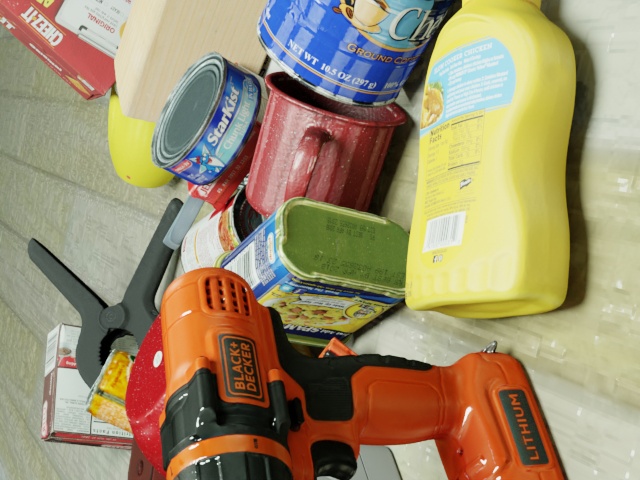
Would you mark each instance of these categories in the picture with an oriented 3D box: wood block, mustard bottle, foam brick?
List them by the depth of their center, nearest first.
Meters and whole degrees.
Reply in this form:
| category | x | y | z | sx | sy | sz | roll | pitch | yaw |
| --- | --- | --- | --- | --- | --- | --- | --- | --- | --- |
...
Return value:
| category | x | y | z | sx | sy | sz | roll | pitch | yaw |
| --- | --- | --- | --- | --- | --- | --- | --- | --- | --- |
| mustard bottle | 0.088 | -0.059 | 0.546 | 0.096 | 0.058 | 0.191 | -16 | 66 | 62 |
| wood block | -0.078 | -0.190 | 0.786 | 0.090 | 0.090 | 0.206 | -109 | 37 | -49 |
| foam brick | -0.122 | 0.167 | 0.875 | 0.053 | 0.051 | 0.078 | -12 | 69 | 61 |

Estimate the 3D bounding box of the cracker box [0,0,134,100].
| category | x | y | z | sx | sy | sz | roll | pitch | yaw |
| --- | --- | --- | --- | --- | --- | --- | --- | --- | --- |
| cracker box | -0.201 | -0.262 | 0.980 | 0.213 | 0.164 | 0.072 | -53 | 20 | -16 |

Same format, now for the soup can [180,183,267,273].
| category | x | y | z | sx | sy | sz | roll | pitch | yaw |
| --- | --- | --- | --- | --- | --- | --- | --- | --- | --- |
| soup can | -0.055 | 0.001 | 0.792 | 0.102 | 0.068 | 0.068 | -30 | 54 | 57 |

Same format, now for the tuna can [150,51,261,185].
| category | x | y | z | sx | sy | sz | roll | pitch | yaw |
| --- | --- | --- | --- | --- | --- | --- | --- | --- | --- |
| tuna can | -0.077 | -0.080 | 0.714 | 0.086 | 0.033 | 0.086 | -38 | 37 | 37 |

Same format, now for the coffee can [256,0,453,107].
| category | x | y | z | sx | sy | sz | roll | pitch | yaw |
| --- | --- | --- | --- | --- | --- | --- | --- | --- | --- |
| coffee can | 0.035 | -0.166 | 0.642 | 0.140 | 0.102 | 0.103 | -59 | 33 | 35 |

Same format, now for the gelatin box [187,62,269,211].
| category | x | y | z | sx | sy | sz | roll | pitch | yaw |
| --- | --- | --- | --- | --- | --- | --- | --- | --- | --- |
| gelatin box | -0.067 | -0.076 | 0.763 | 0.073 | 0.030 | 0.089 | -49 | 29 | 22 |

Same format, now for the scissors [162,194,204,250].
| category | x | y | z | sx | sy | sz | roll | pitch | yaw |
| --- | --- | --- | --- | --- | --- | --- | --- | --- | --- |
| scissors | -0.078 | -0.076 | 0.862 | 0.202 | 0.016 | 0.096 | -60 | 9 | 14 |

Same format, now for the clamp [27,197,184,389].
| category | x | y | z | sx | sy | sz | roll | pitch | yaw |
| --- | --- | --- | --- | --- | --- | --- | --- | --- | --- |
| clamp | -0.198 | 0.071 | 1.001 | 0.036 | 0.165 | 0.210 | 39 | -136 | -69 |

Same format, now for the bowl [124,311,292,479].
| category | x | y | z | sx | sy | sz | roll | pitch | yaw |
| --- | --- | --- | --- | --- | --- | --- | --- | --- | --- |
| bowl | -0.085 | 0.088 | 0.716 | 0.162 | 0.055 | 0.162 | -45 | 29 | 34 |

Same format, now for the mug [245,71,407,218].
| category | x | y | z | sx | sy | sz | roll | pitch | yaw |
| --- | --- | --- | --- | --- | --- | --- | --- | --- | --- |
| mug | -0.002 | -0.051 | 0.674 | 0.117 | 0.093 | 0.081 | -67 | -6 | -69 |

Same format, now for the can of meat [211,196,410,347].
| category | x | y | z | sx | sy | sz | roll | pitch | yaw |
| --- | --- | --- | --- | --- | --- | --- | --- | --- | --- |
| can of meat | -0.003 | 0.021 | 0.647 | 0.084 | 0.101 | 0.057 | -40 | 47 | 49 |

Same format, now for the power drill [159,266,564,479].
| category | x | y | z | sx | sy | sz | roll | pitch | yaw |
| --- | --- | --- | --- | --- | --- | --- | --- | --- | --- |
| power drill | 0.020 | 0.100 | 0.477 | 0.057 | 0.187 | 0.184 | -54 | 34 | 38 |

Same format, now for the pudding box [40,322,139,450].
| category | x | y | z | sx | sy | sz | roll | pitch | yaw |
| --- | --- | --- | --- | --- | --- | --- | --- | --- | --- |
| pudding box | -0.218 | 0.141 | 1.031 | 0.039 | 0.089 | 0.113 | -37 | 47 | 51 |
